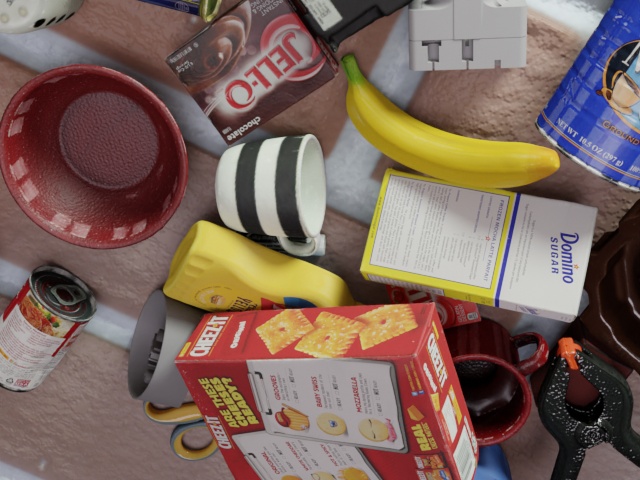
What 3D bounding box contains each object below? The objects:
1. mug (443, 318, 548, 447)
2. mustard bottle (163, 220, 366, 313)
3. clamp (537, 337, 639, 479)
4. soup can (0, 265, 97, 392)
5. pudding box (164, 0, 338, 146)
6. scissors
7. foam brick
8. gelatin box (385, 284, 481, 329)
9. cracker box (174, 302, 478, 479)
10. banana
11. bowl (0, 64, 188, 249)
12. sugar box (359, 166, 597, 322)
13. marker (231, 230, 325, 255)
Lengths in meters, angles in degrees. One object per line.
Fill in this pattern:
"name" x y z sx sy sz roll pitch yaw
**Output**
"mug" 0.145 0.114 0.936 0.117 0.081 0.093 -32 107 19
"mustard bottle" -0.034 0.049 0.927 0.191 0.058 0.096 22 146 -14
"clamp" 0.243 0.161 0.911 0.120 0.039 0.171 -11 112 3
"soup can" -0.259 0.082 0.974 0.068 0.068 0.102 37 113 -10
"pudding box" -0.054 -0.145 0.866 0.114 0.039 0.090 -31 108 18
"scissors" -0.069 0.167 1.019 0.202 0.016 0.096 -3 115 7
"foam brick" 0.230 0.118 0.944 0.051 0.053 0.078 29 114 -8
"gelatin box" 0.095 0.036 0.935 0.073 0.030 0.089 -13 111 12
"cracker box" 0.010 0.135 0.888 0.214 0.072 0.164 -4 125 26
"banana" 0.093 -0.080 0.851 0.198 0.037 0.070 27 148 19
"bowl" -0.186 -0.076 0.902 0.162 0.055 0.162 2 114 5
"sugar box" 0.129 0.004 0.872 0.176 0.048 0.093 13 80 10
"marker" -0.056 0.001 0.942 0.121 0.020 0.020 3 114 5
